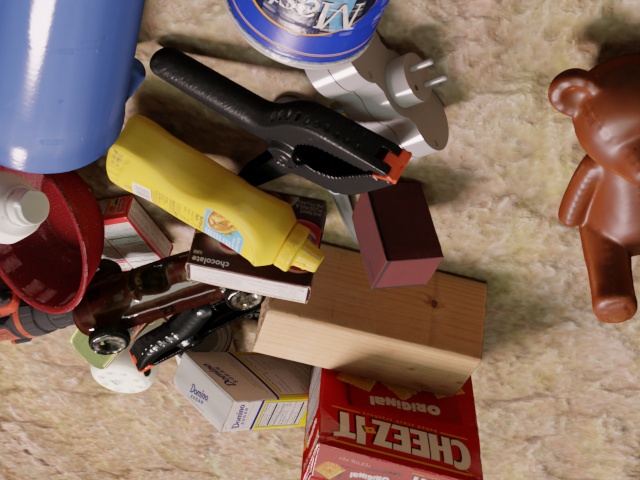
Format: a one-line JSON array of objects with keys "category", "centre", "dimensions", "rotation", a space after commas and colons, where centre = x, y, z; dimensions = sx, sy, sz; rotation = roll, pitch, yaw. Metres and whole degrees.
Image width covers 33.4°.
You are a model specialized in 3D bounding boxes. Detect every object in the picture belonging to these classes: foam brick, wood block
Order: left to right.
[{"category": "wood block", "centre": [0.047, 0.074, 1.037], "dimensions": [0.206, 0.090, 0.090], "rotation": [14, 147, -5]}, {"category": "foam brick", "centre": [0.064, -0.004, 0.913], "dimensions": [0.051, 0.078, 0.053], "rotation": [-5, 151, -17]}]

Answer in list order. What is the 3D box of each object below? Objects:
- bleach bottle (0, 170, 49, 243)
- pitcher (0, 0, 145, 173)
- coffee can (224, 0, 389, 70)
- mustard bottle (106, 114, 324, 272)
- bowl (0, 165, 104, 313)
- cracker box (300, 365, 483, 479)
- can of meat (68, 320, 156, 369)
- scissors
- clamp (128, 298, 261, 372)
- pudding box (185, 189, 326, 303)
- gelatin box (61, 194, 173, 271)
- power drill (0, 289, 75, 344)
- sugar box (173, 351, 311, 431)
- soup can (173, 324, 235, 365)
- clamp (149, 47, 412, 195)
[{"category": "bleach bottle", "centre": [-0.330, -0.039, 0.927], "dimensions": [0.251, 0.068, 0.102], "rotation": [5, 156, 39]}, {"category": "pitcher", "centre": [-0.185, -0.161, 0.699], "dimensions": [0.145, 0.149, 0.243], "rotation": [26, 143, -3]}, {"category": "coffee can", "centre": [0.006, -0.185, 0.636], "dimensions": [0.102, 0.102, 0.140], "rotation": [16, 147, -9]}, {"category": "mustard bottle", "centre": [-0.083, -0.030, 0.886], "dimensions": [0.191, 0.058, 0.096], "rotation": [31, 163, 3]}, {"category": "bowl", "centre": [-0.247, -0.017, 0.970], "dimensions": [0.162, 0.055, 0.162], "rotation": [21, 125, 33]}, {"category": "cracker box", "centre": [0.071, 0.175, 1.074], "dimensions": [0.164, 0.213, 0.072], "rotation": [14, 119, -5]}, {"category": "can of meat", "centre": [-0.208, 0.080, 1.108], "dimensions": [0.057, 0.083, 0.102], "rotation": [42, 143, -1]}, {"category": "scissors", "centre": [0.027, -0.057, 0.909], "dimensions": [0.096, 0.016, 0.201], "rotation": [-8, 143, 29]}, {"category": "clamp", "centre": [-0.127, 0.088, 1.099], "dimensions": [0.120, 0.039, 0.172], "rotation": [-3, 159, -46]}, {"category": "pudding box", "centre": [-0.056, 0.001, 0.953], "dimensions": [0.113, 0.090, 0.039], "rotation": [10, 148, 1]}, {"category": "gelatin box", "centre": [-0.196, -0.005, 1.039], "dimensions": [0.073, 0.030, 0.089], "rotation": [-6, 144, 22]}, {"category": "power drill", "centre": [-0.367, 0.051, 1.147], "dimensions": [0.185, 0.057, 0.187], "rotation": [-13, 141, 32]}, {"category": "sugar box", "centre": [-0.062, 0.159, 1.136], "dimensions": [0.175, 0.048, 0.093], "rotation": [4, -155, -46]}, {"category": "soup can", "centre": [-0.127, 0.132, 1.196], "dimensions": [0.068, 0.068, 0.102], "rotation": [7, 147, 6]}, {"category": "clamp", "centre": [-0.021, -0.072, 0.830], "dimensions": [0.210, 0.036, 0.164], "rotation": [20, 158, 29]}]
